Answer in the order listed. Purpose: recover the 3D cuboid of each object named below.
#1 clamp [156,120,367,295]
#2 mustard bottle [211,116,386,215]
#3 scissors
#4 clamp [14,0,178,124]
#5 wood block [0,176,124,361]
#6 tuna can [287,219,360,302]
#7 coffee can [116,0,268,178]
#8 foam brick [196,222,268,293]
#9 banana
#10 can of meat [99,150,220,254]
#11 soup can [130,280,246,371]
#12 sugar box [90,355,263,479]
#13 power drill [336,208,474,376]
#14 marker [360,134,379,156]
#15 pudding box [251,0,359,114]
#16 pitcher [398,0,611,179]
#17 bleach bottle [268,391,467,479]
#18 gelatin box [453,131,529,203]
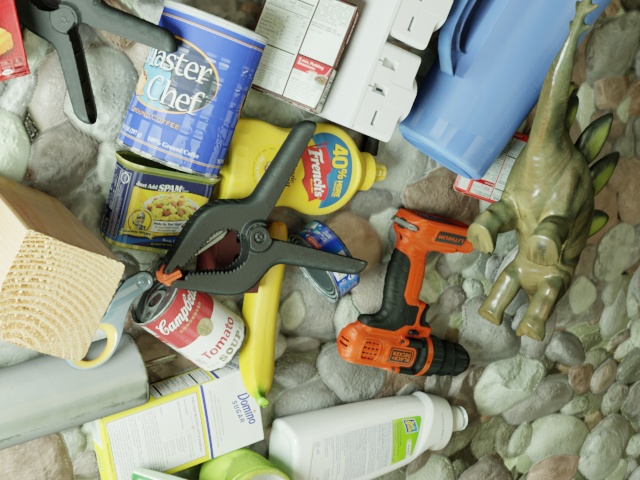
[{"bbox_3d":[-0.057,0.001,1.039,0.209,0.036,0.164,-33,106,-17],"label":"clamp"},{"bbox_3d":[-0.016,-0.075,1.104,0.191,0.058,0.096,1,101,-29],"label":"mustard bottle"},{"bbox_3d":[-0.173,0.059,1.021,0.201,0.016,0.096,-16,101,-19],"label":"scissors"},{"bbox_3d":[-0.223,-0.188,0.944,0.171,0.039,0.120,42,106,-6],"label":"clamp"},{"bbox_3d":[-0.254,0.016,0.916,0.090,0.206,0.091,23,94,-33],"label":"wood block"},{"bbox_3d":[0.004,0.021,1.131,0.033,0.086,0.086,-35,120,-17],"label":"tuna can"},{"bbox_3d":[-0.120,-0.141,0.998,0.102,0.103,0.140,16,98,-32],"label":"coffee can"},{"bbox_3d":[-0.092,0.012,1.095,0.052,0.051,0.078,1,106,-29],"label":"foam brick"},{"bbox_3d":[-0.058,0.080,1.117,0.037,0.070,0.198,12,71,-29],"label":"banana"},{"bbox_3d":[-0.158,-0.035,1.041,0.101,0.058,0.084,9,104,-30],"label":"can of meat"},{"bbox_3d":[-0.133,0.081,1.086,0.102,0.069,0.068,41,85,-33],"label":"soup can"},{"bbox_3d":[-0.150,0.193,1.129,0.176,0.048,0.093,-17,114,-27],"label":"sugar box"},{"bbox_3d":[0.122,0.066,1.227,0.184,0.057,0.188,12,99,-35],"label":"power drill"},{"bbox_3d":[0.064,-0.146,1.146,0.020,0.020,0.121,5,104,-30],"label":"marker"},{"bbox_3d":[-0.023,-0.192,1.049,0.090,0.039,0.113,22,94,3],"label":"pudding box"},{"bbox_3d":[0.183,-0.195,1.133,0.149,0.145,0.243,32,93,-4],"label":"pitcher"},{"bbox_3d":[0.064,0.236,1.251,0.250,0.068,0.102,-6,109,-29],"label":"bleach bottle"},{"bbox_3d":[0.202,-0.088,1.236,0.073,0.030,0.089,16,99,-33],"label":"gelatin box"}]
